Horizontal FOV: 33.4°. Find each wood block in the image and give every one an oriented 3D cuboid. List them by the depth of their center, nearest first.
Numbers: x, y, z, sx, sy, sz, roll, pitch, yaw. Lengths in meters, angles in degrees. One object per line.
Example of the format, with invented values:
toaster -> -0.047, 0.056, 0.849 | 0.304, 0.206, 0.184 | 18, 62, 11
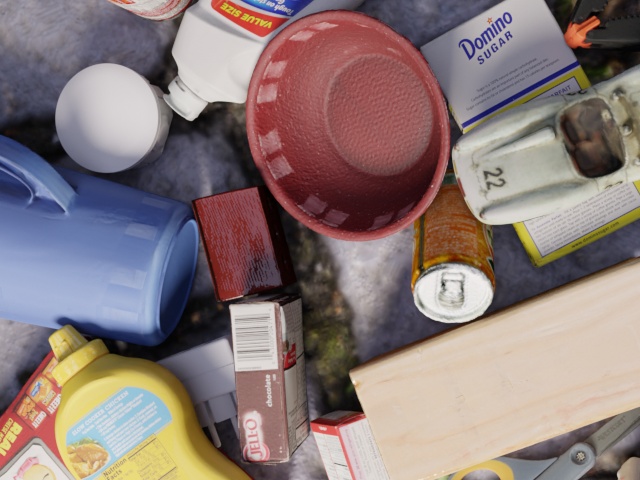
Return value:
wood block -> 0.137, 0.090, 0.733 | 0.206, 0.090, 0.090 | -22, 85, 12

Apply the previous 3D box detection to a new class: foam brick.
foam brick -> -0.055, 0.001, 0.788 | 0.051, 0.053, 0.078 | -15, 90, 11

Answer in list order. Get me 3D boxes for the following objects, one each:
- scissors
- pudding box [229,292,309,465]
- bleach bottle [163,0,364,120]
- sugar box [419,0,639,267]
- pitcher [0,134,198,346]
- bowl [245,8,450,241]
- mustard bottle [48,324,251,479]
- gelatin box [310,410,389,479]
scissors -> 0.166, 0.150, 0.766 | 0.096, 0.016, 0.201 | 34, 84, 27
pudding box -> -0.035, 0.096, 0.769 | 0.039, 0.090, 0.113 | -2, 91, 8
bleach bottle -> -0.016, -0.182, 0.770 | 0.102, 0.068, 0.251 | 45, 102, 7
sugar box -> 0.151, -0.078, 0.748 | 0.093, 0.048, 0.176 | -28, 84, 7
pitcher -> -0.218, -0.007, 0.777 | 0.243, 0.149, 0.145 | 13, 95, 7
bowl -> 0.028, -0.083, 0.750 | 0.162, 0.055, 0.162 | 11, 112, 30
mustard bottle -> -0.126, 0.140, 0.733 | 0.096, 0.058, 0.191 | -37, 85, 11
gelatin box -> 0.028, 0.168, 0.766 | 0.030, 0.073, 0.089 | -19, 88, -16
